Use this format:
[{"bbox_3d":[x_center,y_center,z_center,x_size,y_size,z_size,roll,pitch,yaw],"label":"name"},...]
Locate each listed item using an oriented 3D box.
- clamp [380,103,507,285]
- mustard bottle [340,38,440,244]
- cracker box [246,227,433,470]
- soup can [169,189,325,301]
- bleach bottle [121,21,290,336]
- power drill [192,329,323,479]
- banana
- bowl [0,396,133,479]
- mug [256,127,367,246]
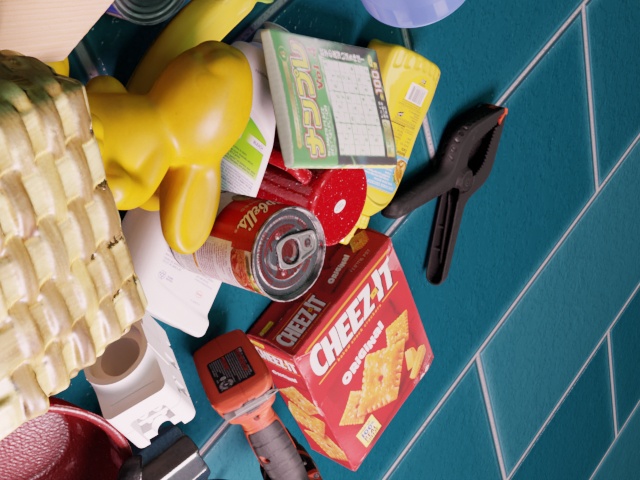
[{"bbox_3d":[0.150,-0.060,1.193,0.209,0.036,0.164,-54,143,-20],"label":"clamp"},{"bbox_3d":[0.050,-0.088,1.021,0.096,0.058,0.191,14,97,-58],"label":"mustard bottle"},{"bbox_3d":[0.030,0.110,1.094,0.164,0.072,0.213,-51,142,-24],"label":"cracker box"},{"bbox_3d":[-0.055,0.001,0.777,0.068,0.102,0.068,-12,109,-41],"label":"soup can"},{"bbox_3d":[-0.084,-0.056,0.854,0.102,0.068,0.251,37,76,-51],"label":"bleach bottle"},{"bbox_3d":[-0.049,0.174,0.974,0.057,0.185,0.187,-31,118,-8],"label":"power drill"},{"bbox_3d":[-0.105,-0.122,0.788,0.198,0.037,0.069,-52,141,-3],"label":"banana"},{"bbox_3d":[-0.219,0.164,0.768,0.162,0.055,0.162,-14,128,-19],"label":"bowl"},{"bbox_3d":[-0.018,-0.050,0.929,0.093,0.082,0.117,-60,145,-12],"label":"mug"}]
